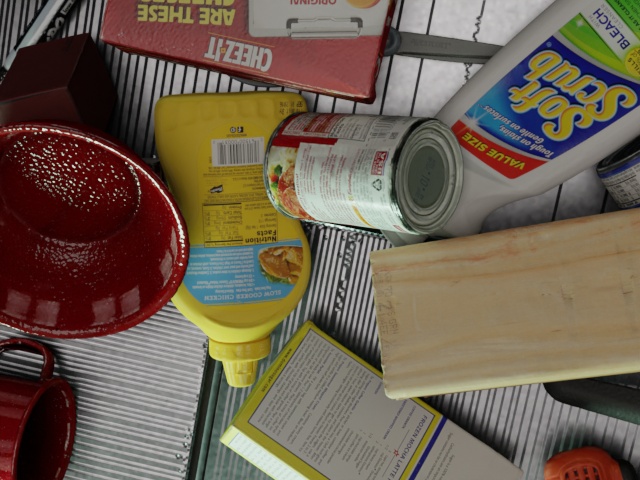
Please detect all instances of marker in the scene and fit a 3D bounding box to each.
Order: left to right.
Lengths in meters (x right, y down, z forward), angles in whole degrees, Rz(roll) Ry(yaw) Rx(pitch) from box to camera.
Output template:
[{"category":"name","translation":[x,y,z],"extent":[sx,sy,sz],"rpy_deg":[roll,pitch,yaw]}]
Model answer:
[{"category":"marker","translation":[-0.186,-0.138,0.706],"extent":[0.020,0.020,0.121],"rpy_deg":[38,102,0]}]

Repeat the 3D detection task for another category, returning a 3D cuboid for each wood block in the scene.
[{"category":"wood block","translation":[0.144,0.038,0.628],"extent":[0.206,0.090,0.090],"rpy_deg":[-9,80,19]}]

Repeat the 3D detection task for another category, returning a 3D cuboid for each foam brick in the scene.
[{"category":"foam brick","translation":[-0.166,-0.088,0.675],"extent":[0.053,0.078,0.051],"rpy_deg":[-11,125,10]}]

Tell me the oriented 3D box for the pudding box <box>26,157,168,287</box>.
[{"category":"pudding box","translation":[-0.158,-0.010,0.715],"extent":[0.113,0.039,0.090],"rpy_deg":[1,99,5]}]

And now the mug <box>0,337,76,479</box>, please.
[{"category":"mug","translation":[-0.220,0.121,0.726],"extent":[0.081,0.093,0.117],"rpy_deg":[8,69,11]}]

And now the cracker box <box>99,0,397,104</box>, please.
[{"category":"cracker box","translation":[-0.024,-0.202,0.635],"extent":[0.164,0.072,0.214],"rpy_deg":[13,94,6]}]

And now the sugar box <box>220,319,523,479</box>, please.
[{"category":"sugar box","translation":[0.034,0.139,0.689],"extent":[0.176,0.048,0.093],"rpy_deg":[37,60,-1]}]

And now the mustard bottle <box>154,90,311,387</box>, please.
[{"category":"mustard bottle","translation":[-0.055,0.001,0.690],"extent":[0.096,0.058,0.192],"rpy_deg":[-4,100,-13]}]

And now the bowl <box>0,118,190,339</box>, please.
[{"category":"bowl","translation":[-0.157,-0.016,0.645],"extent":[0.162,0.055,0.162],"rpy_deg":[1,129,1]}]

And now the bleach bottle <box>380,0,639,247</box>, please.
[{"category":"bleach bottle","translation":[0.141,-0.076,0.648],"extent":[0.251,0.068,0.102],"rpy_deg":[-42,88,17]}]

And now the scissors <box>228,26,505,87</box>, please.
[{"category":"scissors","translation":[0.030,-0.145,0.678],"extent":[0.202,0.016,0.096],"rpy_deg":[-8,94,4]}]

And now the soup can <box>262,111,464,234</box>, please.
[{"category":"soup can","translation":[0.025,-0.041,0.634],"extent":[0.102,0.068,0.068],"rpy_deg":[8,103,42]}]
